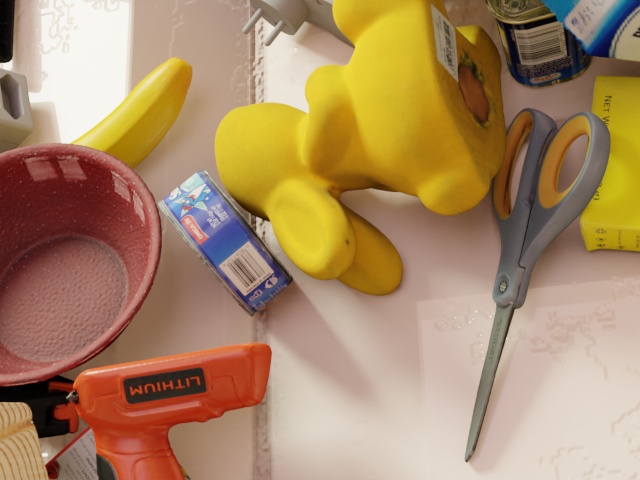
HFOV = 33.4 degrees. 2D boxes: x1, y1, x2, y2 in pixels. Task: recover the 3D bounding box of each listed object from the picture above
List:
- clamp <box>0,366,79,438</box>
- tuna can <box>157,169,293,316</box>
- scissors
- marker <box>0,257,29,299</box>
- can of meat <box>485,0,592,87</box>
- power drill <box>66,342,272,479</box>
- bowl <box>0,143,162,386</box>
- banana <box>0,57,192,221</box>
[{"bbox_3d":[-0.248,0.094,0.624,0.210,0.164,0.036,6,106,11],"label":"clamp"},{"bbox_3d":[-0.054,0.001,0.618,0.034,0.086,0.086,-39,64,-2],"label":"tuna can"},{"bbox_3d":[0.115,0.015,0.571,0.016,0.096,0.201,18,68,-24],"label":"scissors"},{"bbox_3d":[-0.231,0.001,0.709,0.121,0.020,0.020,39,84,26],"label":"marker"},{"bbox_3d":[0.124,-0.151,0.622,0.057,0.084,0.102,-13,66,12],"label":"can of meat"},{"bbox_3d":[-0.051,0.150,0.553,0.184,0.057,0.187,-8,81,4],"label":"power drill"},{"bbox_3d":[-0.167,0.022,0.641,0.162,0.055,0.162,-5,60,8],"label":"bowl"},{"bbox_3d":[-0.167,-0.055,0.689,0.198,0.069,0.037,-18,28,3],"label":"banana"}]
